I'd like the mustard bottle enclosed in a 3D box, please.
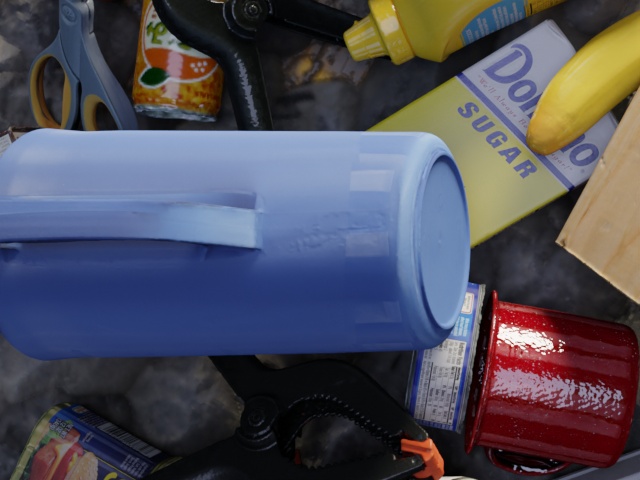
[{"bbox_3d":[0.103,-0.147,0.595,0.192,0.096,0.058,-23,91,10],"label":"mustard bottle"}]

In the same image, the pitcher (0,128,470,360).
[{"bbox_3d":[-0.054,0.001,0.561,0.243,0.149,0.145,-1,127,23],"label":"pitcher"}]

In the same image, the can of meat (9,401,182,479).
[{"bbox_3d":[-0.147,0.162,0.665,0.084,0.057,0.102,27,95,12],"label":"can of meat"}]

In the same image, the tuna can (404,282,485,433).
[{"bbox_3d":[0.070,0.064,0.608,0.034,0.086,0.086,10,92,8],"label":"tuna can"}]

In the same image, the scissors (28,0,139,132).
[{"bbox_3d":[-0.128,-0.115,0.614,0.096,0.016,0.202,43,140,8],"label":"scissors"}]

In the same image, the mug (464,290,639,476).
[{"bbox_3d":[0.127,0.090,0.604,0.081,0.093,0.117,10,123,5],"label":"mug"}]

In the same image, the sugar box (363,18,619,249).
[{"bbox_3d":[0.083,-0.044,0.626,0.176,0.048,0.093,-32,84,10],"label":"sugar box"}]

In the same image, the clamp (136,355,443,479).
[{"bbox_3d":[-0.037,0.115,0.595,0.210,0.036,0.164,11,63,29],"label":"clamp"}]

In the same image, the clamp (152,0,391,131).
[{"bbox_3d":[-0.046,-0.119,0.616,0.171,0.039,0.120,37,76,-15],"label":"clamp"}]
